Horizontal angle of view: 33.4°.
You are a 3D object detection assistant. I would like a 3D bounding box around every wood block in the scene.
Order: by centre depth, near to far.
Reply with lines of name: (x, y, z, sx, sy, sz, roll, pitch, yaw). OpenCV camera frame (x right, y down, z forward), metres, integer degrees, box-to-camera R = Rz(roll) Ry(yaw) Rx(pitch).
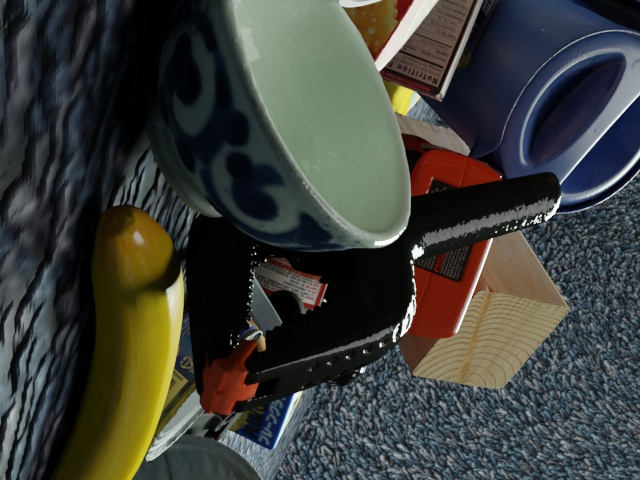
wood block: (0.089, 0.002, 0.817, 0.091, 0.090, 0.206, -56, -142, 30)

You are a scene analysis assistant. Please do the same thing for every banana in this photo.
banana: (-0.086, 0.059, 0.448, 0.069, 0.037, 0.198, -59, 170, -59)

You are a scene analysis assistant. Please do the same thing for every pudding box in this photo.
pudding box: (0.053, -0.153, 0.649, 0.039, 0.090, 0.113, -2, 115, -83)

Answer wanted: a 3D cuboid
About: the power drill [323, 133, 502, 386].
power drill: (0.046, 0.015, 0.681, 0.188, 0.057, 0.184, -172, -80, -79)

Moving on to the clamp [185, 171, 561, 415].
clamp: (-0.002, -0.011, 0.451, 0.209, 0.165, 0.036, -46, 163, -45)

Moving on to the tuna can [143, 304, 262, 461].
tuna can: (-0.070, 0.067, 0.535, 0.086, 0.034, 0.086, -48, 172, -9)

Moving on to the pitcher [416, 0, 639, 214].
pitcher: (0.141, -0.137, 0.786, 0.145, 0.149, 0.243, -66, -146, 22)
